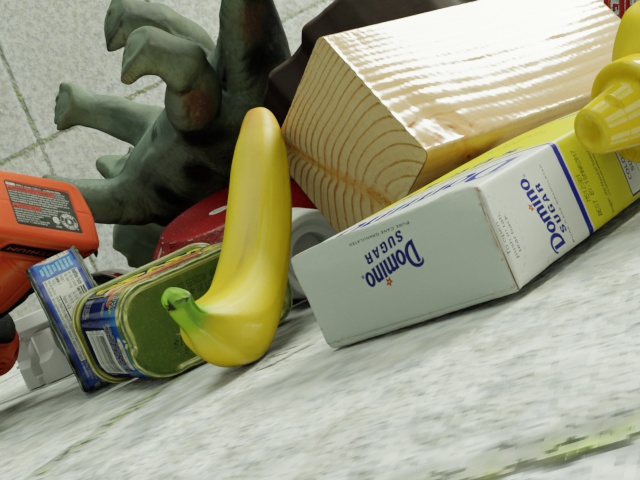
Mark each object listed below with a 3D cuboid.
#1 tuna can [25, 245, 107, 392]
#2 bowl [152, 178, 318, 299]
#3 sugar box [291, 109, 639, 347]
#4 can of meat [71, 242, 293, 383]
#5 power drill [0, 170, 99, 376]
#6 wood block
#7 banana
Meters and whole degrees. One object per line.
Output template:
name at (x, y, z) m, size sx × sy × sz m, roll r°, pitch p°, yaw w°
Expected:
tuna can at (-0.147, 0.049, 0.651) m, size 0.033 × 0.086 × 0.086 m, roll -26°, pitch 3°, yaw -15°
bowl at (-0.055, 0.001, 0.716) m, size 0.162 × 0.055 × 0.162 m, roll -24°, pitch 18°, yaw 8°
sugar box at (0.077, -0.015, 0.446) m, size 0.094 × 0.048 × 0.175 m, roll -22°, pitch 1°, yaw 41°
can of meat at (-0.076, 0.038, 0.588) m, size 0.102 × 0.057 × 0.084 m, roll -25°, pitch 6°, yaw -26°
power drill at (-0.249, 0.030, 0.697) m, size 0.188 × 0.057 × 0.184 m, roll -41°, pitch -29°, yaw 29°
wood block at (0.090, -0.074, 0.608) m, size 0.205 × 0.091 × 0.090 m, roll -21°, pitch -28°, yaw -35°
banana at (-0.035, 0.003, 0.515) m, size 0.037 × 0.069 × 0.197 m, roll 0°, pitch 30°, yaw 6°
